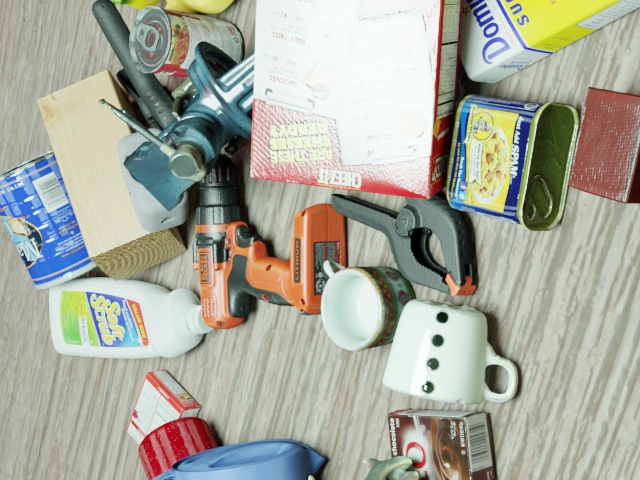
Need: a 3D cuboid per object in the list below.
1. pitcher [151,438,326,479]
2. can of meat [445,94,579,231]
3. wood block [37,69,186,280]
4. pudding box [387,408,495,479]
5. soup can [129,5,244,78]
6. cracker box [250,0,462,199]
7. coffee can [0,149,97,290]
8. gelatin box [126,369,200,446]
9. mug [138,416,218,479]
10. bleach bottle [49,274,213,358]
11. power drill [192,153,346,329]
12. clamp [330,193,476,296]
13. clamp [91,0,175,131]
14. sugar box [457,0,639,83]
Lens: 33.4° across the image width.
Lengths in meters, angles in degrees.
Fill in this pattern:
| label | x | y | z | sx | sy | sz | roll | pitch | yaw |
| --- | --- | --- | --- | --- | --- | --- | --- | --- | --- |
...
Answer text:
| label | x | y | z | sx | sy | sz | roll | pitch | yaw |
| --- | --- | --- | --- | --- | --- | --- | --- | --- | --- |
| pitcher | -0.072 | 0.321 | 1.031 | 0.149 | 0.144 | 0.243 | -9 | 89 | 34 |
| can of meat | 0.152 | -0.065 | 0.862 | 0.084 | 0.057 | 0.102 | 17 | 103 | 45 |
| wood block | -0.235 | -0.072 | 1.201 | 0.091 | 0.090 | 0.206 | -24 | 69 | 1 |
| pudding box | 0.106 | 0.204 | 0.924 | 0.090 | 0.039 | 0.113 | -7 | 86 | 45 |
| soup can | -0.139 | -0.203 | 1.115 | 0.069 | 0.102 | 0.068 | 0 | 90 | 44 |
| cracker box | 0.030 | -0.152 | 0.886 | 0.164 | 0.072 | 0.214 | 8 | 106 | 23 |
| coffee can | -0.320 | -0.027 | 1.259 | 0.103 | 0.102 | 0.140 | -11 | 108 | 44 |
| gelatin box | -0.180 | 0.204 | 1.215 | 0.073 | 0.030 | 0.089 | 38 | 117 | 36 |
| mug | -0.144 | 0.249 | 1.150 | 0.117 | 0.093 | 0.081 | 90 | 155 | -55 |
| bleach bottle | -0.214 | 0.084 | 1.226 | 0.251 | 0.067 | 0.102 | -6 | 87 | 42 |
| power drill | -0.057 | 0.001 | 1.072 | 0.188 | 0.057 | 0.184 | 1 | 95 | 48 |
| clamp | 0.086 | -0.028 | 0.942 | 0.172 | 0.039 | 0.120 | 47 | 126 | 29 |
| clamp | -0.182 | -0.150 | 1.178 | 0.210 | 0.036 | 0.164 | 56 | 170 | 9 |
| sugar box | 0.180 | -0.201 | 0.839 | 0.177 | 0.048 | 0.093 | -25 | 74 | 41 |
